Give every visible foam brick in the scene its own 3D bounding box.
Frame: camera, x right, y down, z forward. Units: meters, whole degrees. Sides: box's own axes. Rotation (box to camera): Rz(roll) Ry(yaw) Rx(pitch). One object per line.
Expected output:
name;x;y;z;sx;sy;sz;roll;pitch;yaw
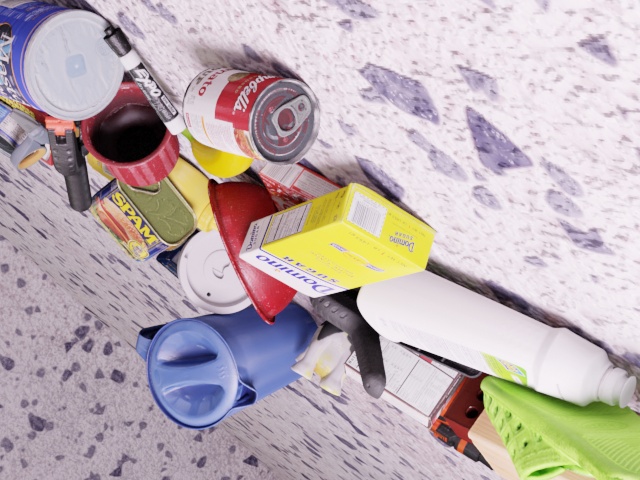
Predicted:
foam brick;0.174;0.171;1.096;0.053;0.078;0.051;21;157;40

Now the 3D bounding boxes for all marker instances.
marker;-0.167;-0.152;1.014;0.020;0.020;0.121;15;145;54

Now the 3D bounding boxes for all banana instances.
banana;-0.093;-0.092;1.013;0.069;0.037;0.198;42;164;-14

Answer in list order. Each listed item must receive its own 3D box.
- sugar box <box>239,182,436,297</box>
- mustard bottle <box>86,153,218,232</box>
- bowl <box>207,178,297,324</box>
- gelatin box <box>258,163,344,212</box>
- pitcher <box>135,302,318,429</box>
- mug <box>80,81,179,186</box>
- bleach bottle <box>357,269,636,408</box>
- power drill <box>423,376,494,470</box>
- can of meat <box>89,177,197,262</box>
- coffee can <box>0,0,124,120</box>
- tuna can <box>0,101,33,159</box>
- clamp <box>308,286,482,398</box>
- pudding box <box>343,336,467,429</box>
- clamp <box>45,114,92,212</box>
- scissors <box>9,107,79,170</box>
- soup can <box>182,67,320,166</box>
sugar box;0.010;0.005;0.951;0.093;0.048;0.177;31;152;-24
mustard bottle;-0.180;-0.066;1.229;0.192;0.058;0.096;35;149;10
bowl;-0.057;0.001;1.087;0.162;0.055;0.162;-24;-89;-86
gelatin box;-0.009;-0.036;1.000;0.089;0.030;0.073;30;162;28
pitcher;-0.108;0.143;1.358;0.242;0.145;0.149;-11;-107;-61
mug;-0.198;-0.114;1.101;0.117;0.093;0.081;52;172;14
bleach bottle;0.156;0.089;0.938;0.251;0.068;0.102;21;166;35
power drill;0.161;0.202;1.245;0.185;0.057;0.187;31;163;22
can of meat;-0.199;-0.031;1.184;0.102;0.057;0.084;52;141;-9
coffee can;-0.271;-0.179;1.035;0.141;0.102;0.102;22;158;44
tuna can;-0.372;-0.130;1.256;0.086;0.033;0.086;32;162;11
clamp;0.060;0.083;1.092;0.164;0.036;0.210;3;-148;-40
pudding box;0.094;0.130;1.132;0.114;0.090;0.039;31;162;21
clamp;-0.260;-0.092;1.119;0.039;0.120;0.171;-6;180;-2
scissors;-0.323;-0.109;1.162;0.016;0.096;0.201;55;-169;4
soup can;-0.057;-0.101;0.858;0.102;0.068;0.068;20;156;49
